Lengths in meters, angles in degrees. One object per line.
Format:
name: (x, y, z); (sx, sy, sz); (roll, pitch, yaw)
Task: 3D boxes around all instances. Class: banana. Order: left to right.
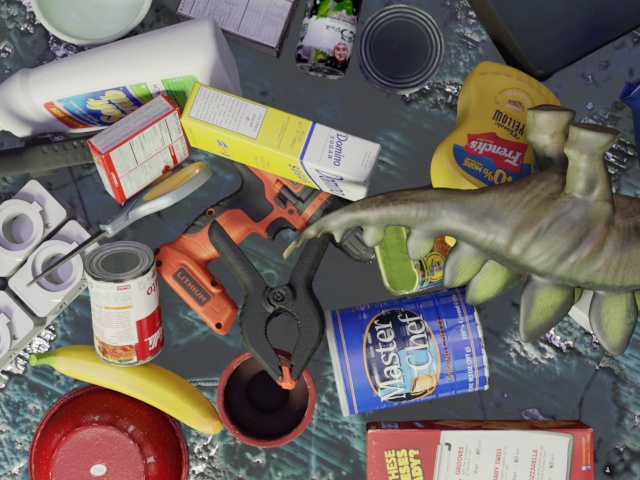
banana: (-0.180, 0.141, 1.035); (0.198, 0.069, 0.037); (17, 115, 8)

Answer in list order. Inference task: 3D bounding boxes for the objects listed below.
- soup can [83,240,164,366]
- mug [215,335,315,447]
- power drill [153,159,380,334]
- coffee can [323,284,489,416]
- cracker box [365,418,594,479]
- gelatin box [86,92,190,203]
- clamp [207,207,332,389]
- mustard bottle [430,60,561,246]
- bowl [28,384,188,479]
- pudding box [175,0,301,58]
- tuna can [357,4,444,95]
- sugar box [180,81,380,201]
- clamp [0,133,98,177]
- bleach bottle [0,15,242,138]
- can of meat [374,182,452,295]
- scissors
soup can: (-0.187, 0.059, 1.017); (0.068, 0.068, 0.102); (0, 123, 1)
mug: (-0.053, 0.135, 1.028); (0.093, 0.081, 0.117); (-12, 88, 0)
power drill: (-0.057, 0.001, 1.046); (0.184, 0.057, 0.187); (44, 86, 6)
coffee can: (0.080, 0.105, 1.017); (0.140, 0.103, 0.103); (-11, 88, 0)
cracker box: (0.151, 0.257, 1.028); (0.213, 0.072, 0.164); (-1, 88, 2)
gelatin box: (-0.170, -0.088, 1.009); (0.089, 0.073, 0.030); (-37, 60, -19)
clamp: (-0.048, 0.050, 0.986); (0.120, 0.039, 0.171); (0, 71, 7)
mustard bottle: (0.156, -0.074, 1.006); (0.096, 0.058, 0.191); (29, 63, -6)
bowl: (-0.212, 0.222, 1.042); (0.162, 0.055, 0.162); (0, 88, 0)
pudding box: (-0.077, -0.244, 1.062); (0.113, 0.039, 0.090); (21, 89, 3)
tuna can: (0.079, -0.188, 1.060); (0.086, 0.034, 0.086); (0, 88, 1)
sugar box: (-0.035, -0.087, 0.979); (0.176, 0.093, 0.048); (21, 81, 4)
clamp: (-0.272, -0.078, 1.013); (0.210, 0.165, 0.036); (-10, 98, -9)
bleach bottle: (-0.210, -0.145, 1.041); (0.251, 0.102, 0.068); (-13, 64, 7)
can of meat: (0.099, -0.003, 1.024); (0.083, 0.058, 0.102); (-13, 88, -35)
scissors: (-0.196, -0.023, 1.025); (0.201, 0.096, 0.016); (-31, 114, -7)
